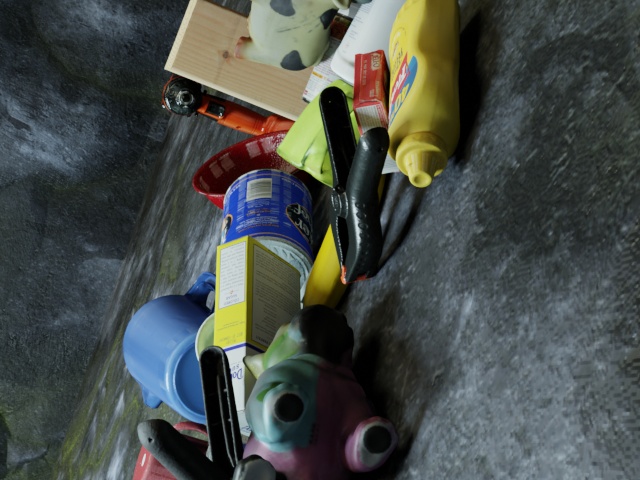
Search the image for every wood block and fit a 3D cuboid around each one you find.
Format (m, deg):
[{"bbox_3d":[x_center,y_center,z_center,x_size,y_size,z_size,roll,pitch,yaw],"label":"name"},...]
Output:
[{"bbox_3d":[-0.066,-0.202,1.241,0.090,0.206,0.091,-140,71,-74],"label":"wood block"}]

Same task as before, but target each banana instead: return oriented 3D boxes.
[{"bbox_3d":[0.020,-0.002,1.013,0.070,0.037,0.198,-123,55,-71],"label":"banana"}]

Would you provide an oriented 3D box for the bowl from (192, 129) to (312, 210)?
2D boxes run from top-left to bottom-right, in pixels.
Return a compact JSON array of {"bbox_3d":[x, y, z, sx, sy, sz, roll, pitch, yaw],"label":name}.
[{"bbox_3d":[-0.069,-0.073,1.284,0.162,0.162,0.055,-101,-7,-63],"label":"bowl"}]

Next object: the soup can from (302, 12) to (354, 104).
[{"bbox_3d":[0.029,-0.188,1.159,0.068,0.068,0.102,-120,51,-71],"label":"soup can"}]

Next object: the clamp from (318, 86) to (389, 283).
[{"bbox_3d":[0.032,-0.038,0.902,0.120,0.039,0.171,-125,26,-68],"label":"clamp"}]

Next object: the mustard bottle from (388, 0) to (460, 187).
[{"bbox_3d":[0.086,-0.118,0.889,0.096,0.058,0.191,112,167,-48],"label":"mustard bottle"}]

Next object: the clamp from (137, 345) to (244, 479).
[{"bbox_3d":[-0.074,0.195,0.867,0.036,0.210,0.164,-18,17,17],"label":"clamp"}]

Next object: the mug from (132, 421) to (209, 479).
[{"bbox_3d":[-0.165,0.259,1.247,0.093,0.081,0.117,-96,30,-59],"label":"mug"}]

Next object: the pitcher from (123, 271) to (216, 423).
[{"bbox_3d":[-0.151,0.133,1.283,0.243,0.144,0.149,10,119,71],"label":"pitcher"}]

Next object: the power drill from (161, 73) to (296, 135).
[{"bbox_3d":[-0.124,-0.172,1.444,0.184,0.187,0.057,-131,63,-75],"label":"power drill"}]

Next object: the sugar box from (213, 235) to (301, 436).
[{"bbox_3d":[-0.058,0.094,0.999,0.048,0.093,0.176,-17,56,30],"label":"sugar box"}]

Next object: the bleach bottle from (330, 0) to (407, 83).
[{"bbox_3d":[0.093,-0.269,1.052,0.251,0.068,0.102,-65,16,12],"label":"bleach bottle"}]

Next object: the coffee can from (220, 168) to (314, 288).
[{"bbox_3d":[-0.058,0.001,1.154,0.140,0.102,0.103,-92,27,-55],"label":"coffee can"}]

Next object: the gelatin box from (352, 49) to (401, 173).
[{"bbox_3d":[0.053,-0.116,0.970,0.089,0.030,0.073,70,-162,-44],"label":"gelatin box"}]
